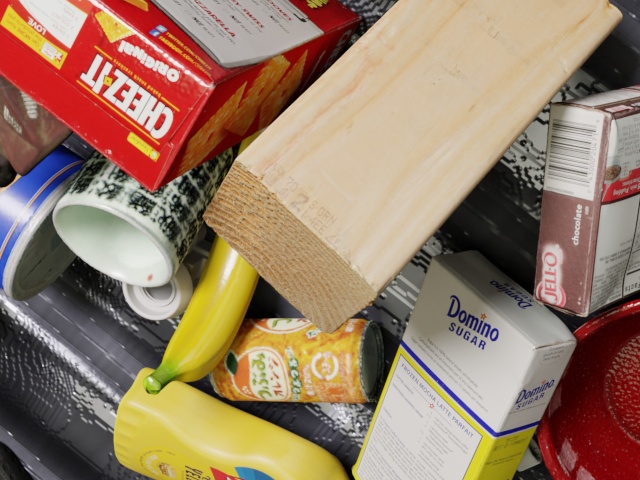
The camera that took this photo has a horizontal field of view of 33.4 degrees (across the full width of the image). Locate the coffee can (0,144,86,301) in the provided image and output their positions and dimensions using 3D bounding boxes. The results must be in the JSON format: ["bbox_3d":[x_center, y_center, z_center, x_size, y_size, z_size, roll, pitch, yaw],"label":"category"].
[{"bbox_3d":[-0.226,-0.040,0.706,0.140,0.102,0.103,33,115,7],"label":"coffee can"}]

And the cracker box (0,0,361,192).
[{"bbox_3d":[-0.089,-0.124,0.569,0.164,0.213,0.072,37,117,5],"label":"cracker box"}]

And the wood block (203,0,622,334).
[{"bbox_3d":[0.047,-0.062,0.543,0.090,0.205,0.091,43,157,1],"label":"wood block"}]

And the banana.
[{"bbox_3d":[-0.055,0.008,0.670,0.037,0.069,0.198,19,81,6],"label":"banana"}]

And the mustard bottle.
[{"bbox_3d":[-0.044,0.157,0.725,0.192,0.058,0.096,22,140,10],"label":"mustard bottle"}]

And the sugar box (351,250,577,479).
[{"bbox_3d":[0.082,0.104,0.648,0.093,0.048,0.176,45,127,39],"label":"sugar box"}]
